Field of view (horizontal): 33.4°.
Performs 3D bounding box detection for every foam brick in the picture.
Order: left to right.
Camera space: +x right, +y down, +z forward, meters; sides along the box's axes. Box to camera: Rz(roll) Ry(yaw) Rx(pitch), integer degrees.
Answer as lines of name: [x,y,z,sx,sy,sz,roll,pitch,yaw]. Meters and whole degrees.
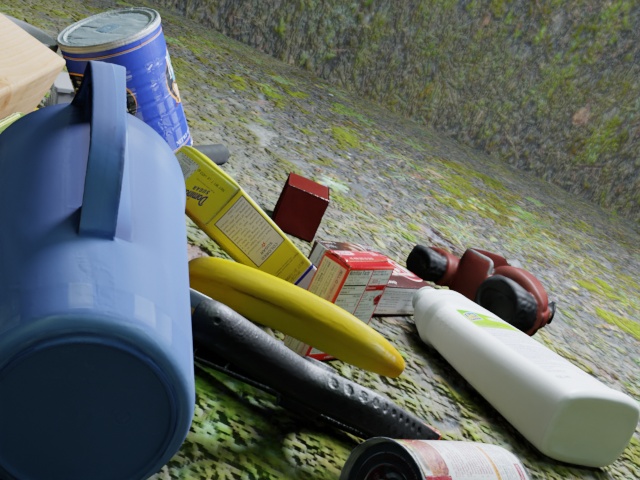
foam brick: [-0.022,-0.039,1.207,0.051,0.053,0.078,23,14,-5]

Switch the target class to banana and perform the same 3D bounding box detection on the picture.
banana: [-0.031,0.050,0.783,0.198,0.037,0.069,20,-13,22]

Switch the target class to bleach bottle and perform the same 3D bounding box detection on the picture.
bleach bottle: [0.165,0.107,0.963,0.102,0.068,0.251,16,14,-32]

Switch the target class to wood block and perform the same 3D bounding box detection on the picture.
wood block: [-0.274,-0.116,0.804,0.090,0.090,0.206,37,12,-10]

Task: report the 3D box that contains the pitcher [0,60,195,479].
pitcher: [-0.131,0.016,0.589,0.149,0.145,0.243,56,6,-30]

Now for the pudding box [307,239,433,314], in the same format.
pudding box: [0.049,0.038,1.068,0.090,0.039,0.113,33,16,30]

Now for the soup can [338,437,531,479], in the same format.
soup can: [0.068,0.150,0.620,0.102,0.068,0.069,13,18,-42]

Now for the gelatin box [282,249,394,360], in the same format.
gelatin box: [0.014,0.051,0.853,0.030,0.089,0.073,32,16,29]

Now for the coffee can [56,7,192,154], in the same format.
coffee can: [-0.194,-0.149,1.071,0.103,0.140,0.103,-9,30,5]

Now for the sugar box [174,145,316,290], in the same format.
sugar box: [-0.056,0.001,0.877,0.093,0.048,0.176,39,-9,46]

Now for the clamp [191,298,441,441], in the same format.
clamp: [-0.012,0.092,0.684,0.210,0.036,0.165,27,-13,-7]
